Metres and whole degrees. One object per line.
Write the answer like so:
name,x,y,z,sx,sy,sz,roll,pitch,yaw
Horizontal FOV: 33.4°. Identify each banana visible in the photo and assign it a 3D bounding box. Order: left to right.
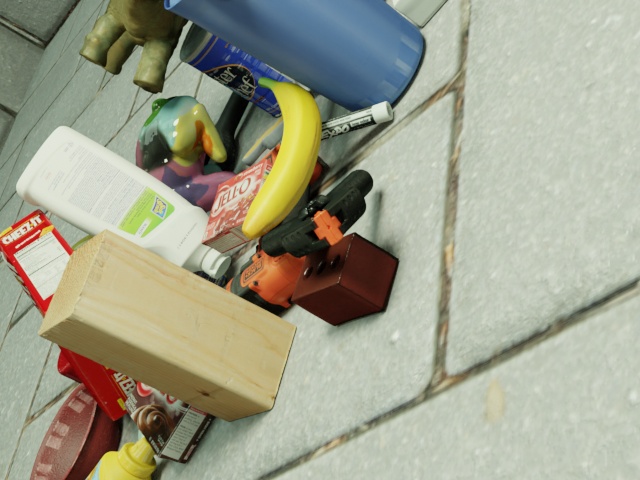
banana,-0.033,-0.086,1.039,0.070,0.037,0.197,-14,51,24

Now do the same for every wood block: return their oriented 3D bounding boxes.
wood block,-0.140,0.083,0.987,0.091,0.205,0.090,-26,40,53

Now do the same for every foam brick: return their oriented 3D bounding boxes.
foam brick,0.020,0.034,0.915,0.078,0.051,0.053,-25,41,54

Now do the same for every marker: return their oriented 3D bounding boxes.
marker,0.014,-0.113,1.070,0.121,0.020,0.020,-15,44,22

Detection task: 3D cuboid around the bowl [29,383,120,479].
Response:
bowl,-0.288,0.251,1.285,0.162,0.055,0.162,-45,28,32

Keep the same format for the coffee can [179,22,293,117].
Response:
coffee can,-0.089,-0.232,1.324,0.103,0.140,0.103,-45,28,32

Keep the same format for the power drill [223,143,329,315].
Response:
power drill,-0.057,0.001,1.106,0.185,0.057,0.187,-36,36,37

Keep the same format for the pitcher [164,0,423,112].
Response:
pitcher,-0.022,-0.230,1.059,0.145,0.242,0.149,-14,50,59

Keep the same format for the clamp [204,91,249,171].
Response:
clamp,-0.137,-0.134,1.440,0.165,0.036,0.210,-43,31,36

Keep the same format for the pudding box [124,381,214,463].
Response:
pudding box,-0.151,0.164,1.105,0.090,0.039,0.114,-59,37,5

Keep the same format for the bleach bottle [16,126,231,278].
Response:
bleach bottle,-0.213,-0.027,1.194,0.102,0.251,0.068,-57,-16,-5

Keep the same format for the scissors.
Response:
scissors,-0.032,-0.142,1.188,0.096,0.016,0.201,-41,10,32

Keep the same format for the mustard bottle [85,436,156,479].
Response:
mustard bottle,-0.230,0.282,1.130,0.192,0.058,0.096,-54,23,15

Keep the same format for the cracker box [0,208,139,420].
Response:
cracker box,-0.276,0.081,1.200,0.072,0.164,0.214,-33,36,-15

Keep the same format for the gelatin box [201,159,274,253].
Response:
gelatin box,-0.079,-0.033,1.077,0.089,0.030,0.073,-22,45,48

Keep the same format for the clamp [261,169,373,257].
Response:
clamp,-0.007,-0.013,0.922,0.120,0.039,0.171,-40,4,10
